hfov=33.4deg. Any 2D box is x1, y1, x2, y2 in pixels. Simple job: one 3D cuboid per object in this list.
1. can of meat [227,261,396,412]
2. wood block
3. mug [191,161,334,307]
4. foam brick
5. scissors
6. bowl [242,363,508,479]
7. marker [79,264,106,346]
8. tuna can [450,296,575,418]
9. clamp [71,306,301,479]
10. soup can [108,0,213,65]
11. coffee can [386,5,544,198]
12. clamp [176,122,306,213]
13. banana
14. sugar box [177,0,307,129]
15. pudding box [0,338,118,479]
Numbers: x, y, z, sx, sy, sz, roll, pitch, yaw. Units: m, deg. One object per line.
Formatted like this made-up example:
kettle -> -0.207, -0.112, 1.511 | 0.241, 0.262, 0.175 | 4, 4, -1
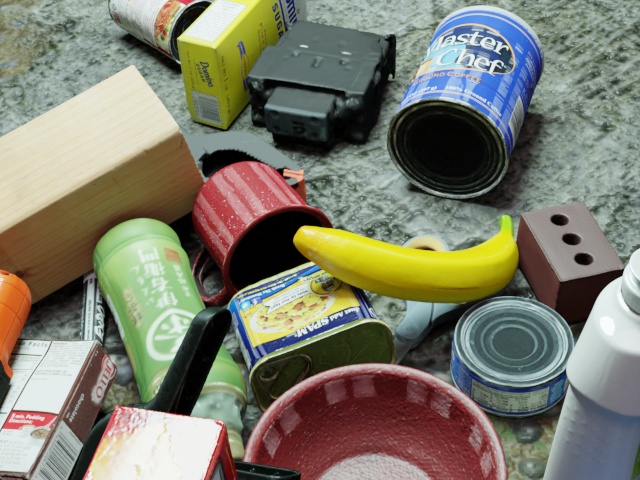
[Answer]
can of meat -> -0.009, 0.064, 0.750 | 0.102, 0.057, 0.084 | -21, 39, -6
wood block -> -0.201, -0.032, 0.817 | 0.206, 0.091, 0.090 | -31, 53, -10
mug -> -0.055, 0.001, 0.817 | 0.117, 0.093, 0.082 | -48, 44, 8
foam brick -> 0.185, 0.017, 0.798 | 0.053, 0.051, 0.078 | -12, 44, -9
scissors -> 0.057, 0.056, 0.793 | 0.201, 0.016, 0.096 | -33, 49, -26
bowl -> 0.033, 0.155, 0.664 | 0.162, 0.055, 0.162 | -2, 44, 2
marker -> -0.170, 0.066, 0.797 | 0.020, 0.020, 0.121 | -7, 44, -3
tuna can -> 0.134, 0.080, 0.749 | 0.086, 0.034, 0.086 | -2, 44, 2
clamp -> -0.088, 0.135, 0.648 | 0.039, 0.172, 0.120 | 11, 41, -51
soup can -> -0.155, -0.223, 1.060 | 0.068, 0.068, 0.102 | -36, 52, -29
coffee can -> 0.125, -0.119, 0.906 | 0.103, 0.103, 0.140 | 12, 47, 16
clamp -> -0.117, -0.054, 0.904 | 0.210, 0.036, 0.164 | 15, 52, 20
banana -> 0.075, 0.016, 0.763 | 0.197, 0.037, 0.070 | -2, 39, -33
sugar box -> -0.068, -0.193, 1.005 | 0.048, 0.093, 0.176 | 18, 49, 21
pudding box -> -0.200, 0.118, 0.716 | 0.090, 0.039, 0.113 | -2, 45, 23
